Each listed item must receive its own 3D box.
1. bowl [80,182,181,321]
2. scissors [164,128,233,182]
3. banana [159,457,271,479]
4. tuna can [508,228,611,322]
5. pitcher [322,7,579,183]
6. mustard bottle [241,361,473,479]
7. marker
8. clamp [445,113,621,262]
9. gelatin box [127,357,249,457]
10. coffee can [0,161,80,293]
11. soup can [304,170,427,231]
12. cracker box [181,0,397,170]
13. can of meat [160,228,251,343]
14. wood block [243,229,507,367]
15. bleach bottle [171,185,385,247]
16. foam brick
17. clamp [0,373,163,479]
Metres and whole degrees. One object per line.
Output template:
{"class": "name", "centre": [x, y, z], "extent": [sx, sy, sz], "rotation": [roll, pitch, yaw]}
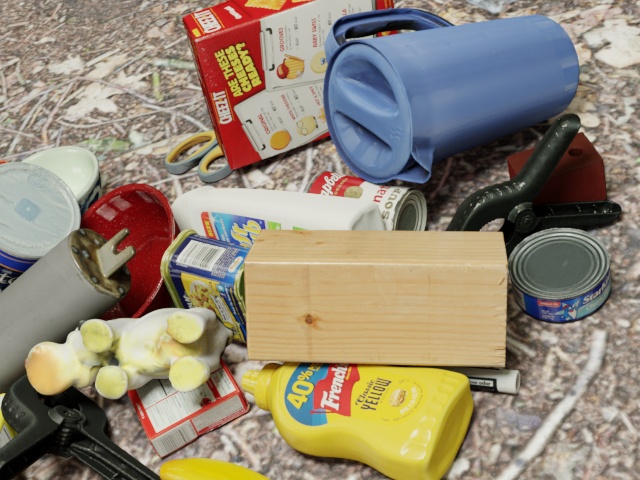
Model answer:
{"class": "bowl", "centre": [-0.183, 0.028, 1.031], "extent": [0.162, 0.055, 0.162], "rotation": [-19, 57, 31]}
{"class": "scissors", "centre": [-0.084, -0.127, 1.220], "extent": [0.201, 0.016, 0.096], "rotation": [-33, 44, -15]}
{"class": "banana", "centre": [-0.045, 0.213, 0.806], "extent": [0.069, 0.037, 0.198], "rotation": [-17, 35, -34]}
{"class": "tuna can", "centre": [0.207, 0.030, 0.922], "extent": [0.086, 0.033, 0.086], "rotation": [-11, 41, 10]}
{"class": "pitcher", "centre": [0.127, -0.156, 1.038], "extent": [0.242, 0.149, 0.145], "rotation": [-19, 20, -32]}
{"class": "mustard bottle", "centre": [0.019, 0.133, 0.863], "extent": [0.192, 0.058, 0.096], "rotation": [9, 46, 29]}
{"class": "marker", "centre": [0.104, 0.111, 0.884], "extent": [0.121, 0.020, 0.020], "rotation": [3, 45, 24]}
{"class": "clamp", "centre": [0.187, -0.022, 0.957], "extent": [0.171, 0.120, 0.039], "rotation": [-38, 24, 11]}
{"class": "gelatin box", "centre": [-0.116, 0.138, 0.932], "extent": [0.089, 0.030, 0.073], "rotation": [-28, 40, -10]}
{"class": "coffee can", "centre": [-0.308, 0.002, 1.046], "extent": [0.141, 0.102, 0.102], "rotation": [-43, 18, 46]}
{"class": "soup can", "centre": [0.042, -0.025, 1.021], "extent": [0.102, 0.068, 0.068], "rotation": [13, 50, 31]}
{"class": "cracker box", "centre": [-0.023, -0.190, 1.140], "extent": [0.213, 0.164, 0.072], "rotation": [-20, 39, -9]}
{"class": "can of meat", "centre": [-0.086, 0.045, 0.968], "extent": [0.084, 0.102, 0.057], "rotation": [13, 50, 29]}
{"class": "wood block", "centre": [0.047, 0.045, 0.878], "extent": [0.206, 0.091, 0.090], "rotation": [1, 17, 7]}
{"class": "bleach bottle", "centre": [-0.057, 0.001, 1.021], "extent": [0.251, 0.102, 0.068], "rotation": [7, 27, 36]}
{"class": "foam brick", "centre": [0.221, -0.058, 1.000], "extent": [0.078, 0.051, 0.053], "rotation": [-19, 40, 0]}
{"class": "clamp", "centre": [-0.222, 0.160, 0.886], "extent": [0.210, 0.164, 0.036], "rotation": [37, 105, 51]}
